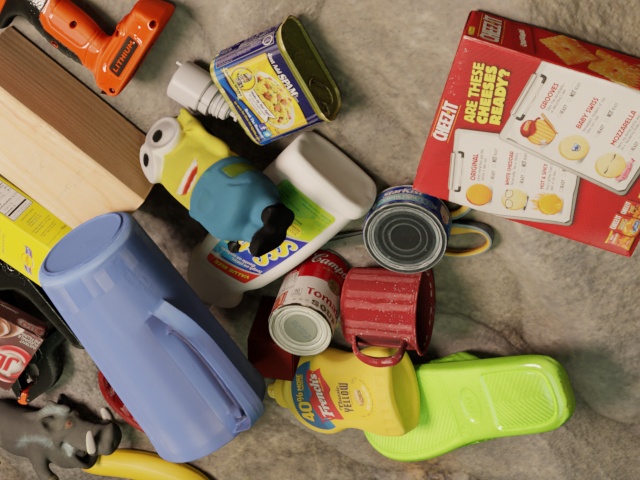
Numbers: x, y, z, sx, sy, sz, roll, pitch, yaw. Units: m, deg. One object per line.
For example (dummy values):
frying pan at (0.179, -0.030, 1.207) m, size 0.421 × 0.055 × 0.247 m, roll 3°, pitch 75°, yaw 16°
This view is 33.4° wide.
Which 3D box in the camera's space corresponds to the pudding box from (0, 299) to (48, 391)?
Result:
pudding box at (-0.383, 0.110, 1.224) m, size 0.113 × 0.039 × 0.090 m, roll 32°, pitch 114°, yaw -15°

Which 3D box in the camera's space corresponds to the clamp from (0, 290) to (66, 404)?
clamp at (-0.334, 0.126, 1.275) m, size 0.120 × 0.039 × 0.171 m, roll 13°, pitch 124°, yaw 12°

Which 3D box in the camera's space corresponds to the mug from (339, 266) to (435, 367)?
mug at (0.067, 0.079, 1.095) m, size 0.082 × 0.117 × 0.093 m, roll 3°, pitch 145°, yaw 18°

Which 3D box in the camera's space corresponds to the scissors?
scissors at (0.075, -0.022, 1.081) m, size 0.202 × 0.016 × 0.096 m, roll 6°, pitch 124°, yaw 11°

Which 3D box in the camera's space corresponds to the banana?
banana at (-0.214, 0.302, 1.367) m, size 0.198 × 0.037 × 0.070 m, roll 18°, pitch 126°, yaw 1°

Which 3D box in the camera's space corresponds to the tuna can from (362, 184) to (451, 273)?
tuna can at (0.085, -0.010, 1.054) m, size 0.086 × 0.033 × 0.086 m, roll 7°, pitch 124°, yaw 10°

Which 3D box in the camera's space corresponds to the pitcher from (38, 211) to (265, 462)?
pitcher at (-0.160, 0.094, 1.048) m, size 0.149 × 0.145 × 0.242 m, roll -25°, pitch 118°, yaw 13°

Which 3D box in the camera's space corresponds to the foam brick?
foam brick at (-0.047, 0.107, 1.163) m, size 0.051 × 0.078 × 0.053 m, roll 7°, pitch 126°, yaw 7°

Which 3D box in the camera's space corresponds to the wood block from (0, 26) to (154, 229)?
wood block at (-0.266, -0.102, 1.067) m, size 0.206 × 0.090 × 0.090 m, roll 39°, pitch 124°, yaw -14°

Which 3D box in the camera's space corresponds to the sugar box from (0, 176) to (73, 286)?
sugar box at (-0.332, -0.020, 1.120) m, size 0.176 × 0.048 × 0.093 m, roll 31°, pitch 146°, yaw 4°

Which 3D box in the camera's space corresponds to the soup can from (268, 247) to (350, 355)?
soup can at (-0.010, 0.063, 1.108) m, size 0.068 × 0.102 × 0.068 m, roll 7°, pitch 125°, yaw 10°

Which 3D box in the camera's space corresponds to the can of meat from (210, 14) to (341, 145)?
can of meat at (-0.042, -0.146, 0.999) m, size 0.084 × 0.057 × 0.102 m, roll -19°, pitch 117°, yaw 28°

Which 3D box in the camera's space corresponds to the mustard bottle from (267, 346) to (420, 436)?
mustard bottle at (0.016, 0.165, 1.180) m, size 0.192 × 0.058 × 0.096 m, roll -7°, pitch 100°, yaw 41°

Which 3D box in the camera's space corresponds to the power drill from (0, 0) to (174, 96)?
power drill at (-0.233, -0.236, 0.988) m, size 0.187 × 0.057 × 0.185 m, roll 34°, pitch 126°, yaw -8°

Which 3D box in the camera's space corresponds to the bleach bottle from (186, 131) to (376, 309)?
bleach bottle at (-0.057, 0.001, 1.102) m, size 0.102 × 0.068 × 0.251 m, roll 40°, pitch 126°, yaw -7°

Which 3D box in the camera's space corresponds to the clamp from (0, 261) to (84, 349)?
clamp at (-0.334, 0.032, 1.200) m, size 0.210 × 0.036 × 0.165 m, roll 12°, pitch 111°, yaw 8°

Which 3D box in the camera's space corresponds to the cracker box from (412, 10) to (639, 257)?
cracker box at (0.210, -0.095, 0.961) m, size 0.213 × 0.072 × 0.164 m, roll 18°, pitch 126°, yaw 3°
